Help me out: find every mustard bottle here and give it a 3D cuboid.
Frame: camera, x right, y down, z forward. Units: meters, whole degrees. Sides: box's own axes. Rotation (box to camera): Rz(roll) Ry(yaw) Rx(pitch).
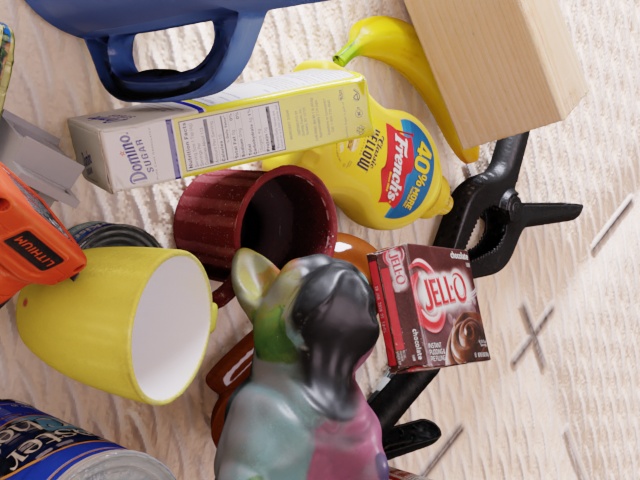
[{"bbox_3d":[0.042,-0.060,0.842,0.191,0.058,0.096,26,78,-43],"label":"mustard bottle"}]

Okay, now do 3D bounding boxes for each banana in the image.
[{"bbox_3d":[0.080,-0.133,0.884,0.197,0.037,0.069,29,84,-42],"label":"banana"}]

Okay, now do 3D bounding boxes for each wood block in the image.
[{"bbox_3d":[0.128,-0.190,0.844,0.090,0.091,0.206,-42,112,-54],"label":"wood block"}]

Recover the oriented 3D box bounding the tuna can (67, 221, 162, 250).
[{"bbox_3d":[-0.141,0.030,0.698,0.085,0.034,0.086,-7,101,-42],"label":"tuna can"}]

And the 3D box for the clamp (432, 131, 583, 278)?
[{"bbox_3d":[0.164,-0.043,0.973,0.209,0.036,0.164,-39,121,-33],"label":"clamp"}]

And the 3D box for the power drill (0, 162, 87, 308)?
[{"bbox_3d":[-0.222,0.032,0.528,0.187,0.057,0.184,-39,157,-2],"label":"power drill"}]

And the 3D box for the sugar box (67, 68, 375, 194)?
[{"bbox_3d":[-0.064,-0.072,0.682,0.176,0.093,0.048,-17,107,-20],"label":"sugar box"}]

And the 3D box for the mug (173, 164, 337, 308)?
[{"bbox_3d":[-0.055,0.001,0.742,0.117,0.082,0.093,-56,128,-23],"label":"mug"}]

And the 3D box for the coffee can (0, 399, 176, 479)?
[{"bbox_3d":[-0.160,0.157,0.624,0.102,0.141,0.103,-7,100,-43],"label":"coffee can"}]

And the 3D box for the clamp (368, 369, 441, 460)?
[{"bbox_3d":[0.037,0.169,0.866,0.171,0.039,0.120,-36,137,-13],"label":"clamp"}]

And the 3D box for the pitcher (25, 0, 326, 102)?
[{"bbox_3d":[-0.068,-0.171,0.595,0.149,0.243,0.145,49,65,-35],"label":"pitcher"}]

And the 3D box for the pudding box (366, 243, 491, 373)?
[{"bbox_3d":[0.082,0.051,0.798,0.113,0.039,0.090,7,71,-60],"label":"pudding box"}]
